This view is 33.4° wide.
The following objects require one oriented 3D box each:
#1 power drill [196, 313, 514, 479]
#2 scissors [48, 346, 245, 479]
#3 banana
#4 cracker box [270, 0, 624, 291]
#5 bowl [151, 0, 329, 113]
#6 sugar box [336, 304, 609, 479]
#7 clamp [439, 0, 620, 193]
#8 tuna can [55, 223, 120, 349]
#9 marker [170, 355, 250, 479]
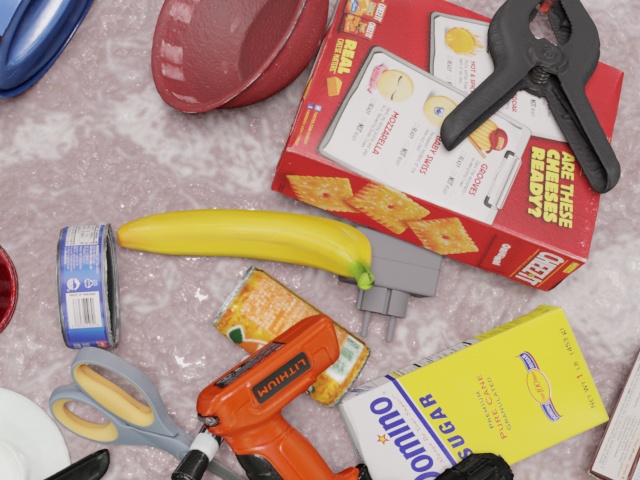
[{"bbox_3d":[0.020,0.145,0.704,0.184,0.057,0.187,-33,95,-18],"label":"power drill"},{"bbox_3d":[-0.112,0.149,0.758,0.096,0.016,0.201,-24,119,32],"label":"scissors"},{"bbox_3d":[-0.044,-0.001,0.748,0.198,0.069,0.037,7,101,22],"label":"banana"},{"bbox_3d":[0.092,-0.078,0.756,0.213,0.072,0.164,21,64,-5],"label":"cracker box"},{"bbox_3d":[-0.046,-0.153,0.745,0.055,0.162,0.162,26,82,-41],"label":"bowl"},{"bbox_3d":[0.109,0.123,0.775,0.176,0.048,0.093,-24,90,-9],"label":"sugar box"},{"bbox_3d":[0.157,-0.109,0.723,0.120,0.039,0.171,26,63,-5],"label":"clamp"},{"bbox_3d":[-0.159,0.032,0.732,0.033,0.086,0.086,-3,86,-6],"label":"tuna can"},{"bbox_3d":[-0.070,0.125,0.733,0.020,0.020,0.121,34,43,-3],"label":"marker"}]
